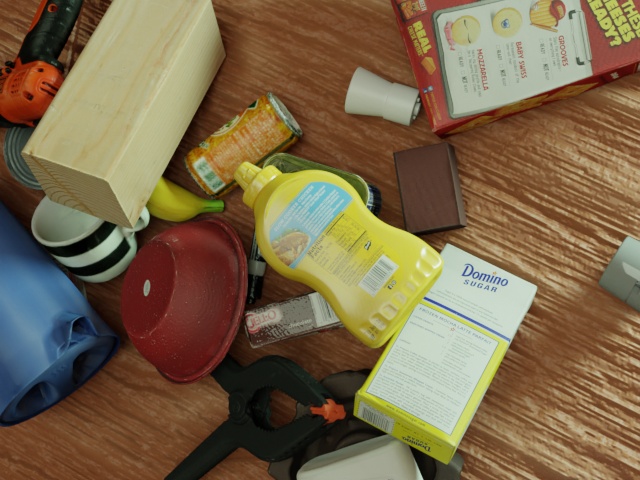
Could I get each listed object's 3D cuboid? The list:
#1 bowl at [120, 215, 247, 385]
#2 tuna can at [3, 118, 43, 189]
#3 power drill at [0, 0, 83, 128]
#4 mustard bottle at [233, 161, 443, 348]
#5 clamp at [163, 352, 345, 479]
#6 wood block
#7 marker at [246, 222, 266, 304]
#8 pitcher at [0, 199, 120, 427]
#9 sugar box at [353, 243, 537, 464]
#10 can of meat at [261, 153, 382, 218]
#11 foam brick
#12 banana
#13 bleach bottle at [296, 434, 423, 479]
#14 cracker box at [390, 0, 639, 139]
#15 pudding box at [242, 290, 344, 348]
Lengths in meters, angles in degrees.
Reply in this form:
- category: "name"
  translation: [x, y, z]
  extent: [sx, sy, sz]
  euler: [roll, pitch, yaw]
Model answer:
- category: "bowl"
  translation: [-0.137, 0.050, 0.984]
  extent: [0.162, 0.055, 0.162]
  euler: [-21, 61, 44]
- category: "tuna can"
  translation: [-0.273, -0.093, 1.076]
  extent: [0.086, 0.033, 0.086]
  euler: [0, 89, 14]
- category: "power drill"
  translation: [-0.277, -0.197, 1.035]
  extent: [0.185, 0.057, 0.187]
  euler: [2, 72, 50]
- category: "mustard bottle"
  translation: [0.003, -0.003, 0.901]
  extent: [0.192, 0.058, 0.096]
  euler: [39, 84, 12]
- category: "clamp"
  translation: [-0.070, 0.163, 0.978]
  extent: [0.210, 0.036, 0.164]
  euler: [4, 87, 39]
- category: "wood block"
  translation: [-0.175, -0.129, 0.979]
  extent: [0.090, 0.091, 0.206]
  euler: [18, 66, 14]
- category: "marker"
  translation: [-0.057, 0.001, 1.025]
  extent: [0.020, 0.020, 0.121]
  euler: [10, 91, 14]
- category: "pitcher"
  translation: [-0.315, 0.051, 1.012]
  extent: [0.149, 0.145, 0.243]
  euler: [-39, 78, -1]
- category: "sugar box"
  translation: [0.109, 0.094, 0.922]
  extent: [0.093, 0.048, 0.176]
  euler: [27, 57, 14]
- category: "can of meat"
  translation: [0.001, -0.039, 0.978]
  extent: [0.102, 0.084, 0.057]
  euler: [18, 94, 14]
- category: "foam brick"
  translation: [0.099, -0.046, 0.968]
  extent: [0.051, 0.053, 0.078]
  euler: [-10, 86, 14]
- category: "banana"
  translation: [-0.185, -0.080, 1.041]
  extent: [0.198, 0.069, 0.037]
  euler: [44, 126, 10]
- category: "bleach bottle"
  translation: [0.069, 0.299, 0.915]
  extent: [0.103, 0.068, 0.251]
  euler: [-20, 89, 13]
- category: "cracker box"
  translation: [0.179, -0.201, 0.942]
  extent: [0.214, 0.072, 0.164]
  euler: [-18, 85, 13]
- category: "pudding box"
  translation: [-0.005, 0.064, 0.975]
  extent: [0.113, 0.090, 0.039]
  euler: [-14, 88, 13]
